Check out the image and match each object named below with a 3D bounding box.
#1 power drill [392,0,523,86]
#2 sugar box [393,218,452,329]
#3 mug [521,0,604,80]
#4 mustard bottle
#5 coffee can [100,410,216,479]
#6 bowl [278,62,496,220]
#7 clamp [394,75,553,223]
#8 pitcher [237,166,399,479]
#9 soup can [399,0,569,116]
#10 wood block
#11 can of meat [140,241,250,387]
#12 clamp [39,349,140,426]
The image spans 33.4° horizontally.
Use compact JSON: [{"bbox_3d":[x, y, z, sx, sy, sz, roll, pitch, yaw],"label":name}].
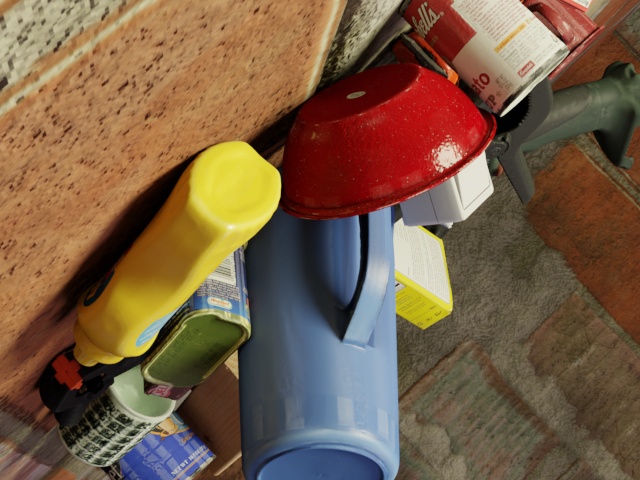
[{"bbox_3d":[0.145,-0.193,0.860,0.188,0.057,0.184,-46,171,7],"label":"power drill"},{"bbox_3d":[0.047,0.004,0.979,0.048,0.176,0.093,-37,-141,31],"label":"sugar box"},{"bbox_3d":[0.259,-0.239,1.206,0.093,0.081,0.117,-43,175,8],"label":"mug"},{"bbox_3d":[-0.106,0.022,0.689,0.192,0.058,0.096,-46,-173,31],"label":"mustard bottle"},{"bbox_3d":[-0.199,0.220,1.172,0.103,0.140,0.103,-42,175,-5],"label":"coffee can"},{"bbox_3d":[0.036,-0.078,0.736,0.162,0.055,0.162,-20,-156,9],"label":"bowl"},{"bbox_3d":[0.146,-0.086,0.900,0.164,0.036,0.210,-7,145,-28],"label":"clamp"},{"bbox_3d":[0.001,0.062,0.789,0.145,0.243,0.149,-13,139,12],"label":"pitcher"},{"bbox_3d":[0.114,-0.145,0.742,0.068,0.102,0.068,-42,175,-5],"label":"soup can"},{"bbox_3d":[-0.083,0.175,1.181,0.090,0.091,0.206,-36,172,-35],"label":"wood block"},{"bbox_3d":[-0.094,0.048,0.781,0.102,0.057,0.084,-47,-142,38],"label":"can of meat"},{"bbox_3d":[-0.202,0.122,0.912,0.120,0.039,0.171,-47,169,3],"label":"clamp"}]
